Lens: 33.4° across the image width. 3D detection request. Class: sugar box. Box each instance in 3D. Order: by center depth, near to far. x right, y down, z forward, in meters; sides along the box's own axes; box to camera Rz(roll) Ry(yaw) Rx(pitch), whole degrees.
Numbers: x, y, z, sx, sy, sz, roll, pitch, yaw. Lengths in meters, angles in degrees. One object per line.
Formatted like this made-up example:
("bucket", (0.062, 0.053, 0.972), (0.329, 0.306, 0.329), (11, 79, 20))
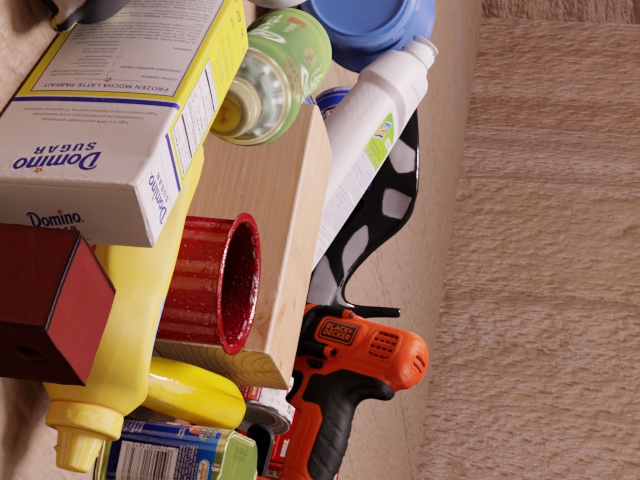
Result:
("sugar box", (-0.105, -0.071, 0.559), (0.048, 0.093, 0.176), (81, 19, -44))

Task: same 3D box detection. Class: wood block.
("wood block", (-0.055, 0.001, 0.832), (0.090, 0.091, 0.206), (70, 27, -64))

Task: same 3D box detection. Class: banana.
("banana", (-0.094, 0.110, 0.748), (0.197, 0.070, 0.037), (57, 37, -71))

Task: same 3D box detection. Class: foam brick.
("foam brick", (-0.140, 0.027, 0.474), (0.053, 0.078, 0.051), (73, 25, -55))

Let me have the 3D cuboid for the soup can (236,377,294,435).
("soup can", (-0.049, 0.117, 0.968), (0.068, 0.068, 0.102), (77, 22, -55))

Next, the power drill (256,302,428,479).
("power drill", (-0.026, 0.135, 0.845), (0.057, 0.185, 0.187), (48, 61, -45))

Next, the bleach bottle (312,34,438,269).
("bleach bottle", (0.022, -0.075, 0.959), (0.251, 0.068, 0.102), (-53, 162, -7))

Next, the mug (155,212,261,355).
("mug", (-0.088, 0.031, 0.707), (0.117, 0.081, 0.093), (75, 23, -58))

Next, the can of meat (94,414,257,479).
("can of meat", (-0.094, 0.154, 0.729), (0.102, 0.084, 0.057), (57, 40, -71))

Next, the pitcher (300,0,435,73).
("pitcher", (0.042, -0.243, 1.038), (0.145, 0.149, 0.242), (-55, 178, 8))

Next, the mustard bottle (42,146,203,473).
("mustard bottle", (-0.116, 0.034, 0.601), (0.096, 0.058, 0.191), (-28, -132, 61))
